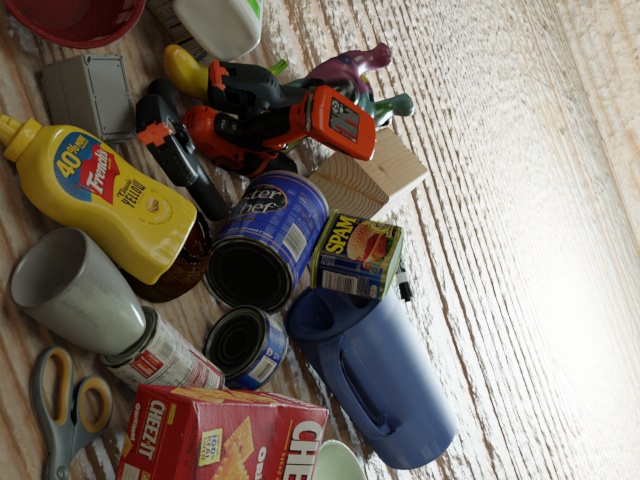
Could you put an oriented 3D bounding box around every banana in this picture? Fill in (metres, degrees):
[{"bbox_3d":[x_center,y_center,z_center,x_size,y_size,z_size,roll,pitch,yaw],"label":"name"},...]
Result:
[{"bbox_3d":[-0.119,-0.188,1.213,0.037,0.070,0.197,42,27,25],"label":"banana"}]

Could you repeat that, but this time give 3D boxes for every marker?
[{"bbox_3d":[0.111,0.030,1.530,0.020,0.020,0.121,4,70,-60],"label":"marker"}]

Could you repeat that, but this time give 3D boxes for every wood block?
[{"bbox_3d":[0.059,-0.076,1.381,0.091,0.090,0.205,47,23,4],"label":"wood block"}]

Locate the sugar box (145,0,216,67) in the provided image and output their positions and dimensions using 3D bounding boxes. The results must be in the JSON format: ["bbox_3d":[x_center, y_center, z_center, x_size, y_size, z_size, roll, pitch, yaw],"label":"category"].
[{"bbox_3d":[-0.164,-0.289,1.214,0.176,0.048,0.093,49,35,-33],"label":"sugar box"}]

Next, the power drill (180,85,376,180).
[{"bbox_3d":[-0.035,-0.108,1.185,0.184,0.188,0.057,24,64,-49],"label":"power drill"}]

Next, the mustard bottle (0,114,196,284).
[{"bbox_3d":[-0.205,-0.048,0.944,0.191,0.058,0.096,36,40,-14],"label":"mustard bottle"}]

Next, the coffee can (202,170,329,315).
[{"bbox_3d":[-0.058,0.001,1.162,0.102,0.103,0.140,58,31,-22],"label":"coffee can"}]

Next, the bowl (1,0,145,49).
[{"bbox_3d":[-0.246,-0.250,1.002,0.161,0.055,0.162,8,76,-36],"label":"bowl"}]

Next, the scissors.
[{"bbox_3d":[-0.204,0.188,0.882,0.096,0.016,0.202,22,55,-55],"label":"scissors"}]

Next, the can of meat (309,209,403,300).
[{"bbox_3d":[0.042,0.017,1.188,0.102,0.084,0.057,-64,163,-50],"label":"can of meat"}]

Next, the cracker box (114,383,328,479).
[{"bbox_3d":[-0.088,0.217,0.946,0.213,0.072,0.164,17,86,-56],"label":"cracker box"}]

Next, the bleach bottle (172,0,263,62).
[{"bbox_3d":[-0.106,-0.309,1.218,0.102,0.068,0.251,50,25,-33],"label":"bleach bottle"}]

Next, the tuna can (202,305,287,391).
[{"bbox_3d":[-0.077,0.109,1.080,0.033,0.086,0.086,40,41,-41],"label":"tuna can"}]

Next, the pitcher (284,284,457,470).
[{"bbox_3d":[0.067,0.163,1.262,0.149,0.145,0.242,-41,118,-19],"label":"pitcher"}]

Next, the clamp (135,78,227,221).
[{"bbox_3d":[-0.149,-0.105,1.057,0.164,0.036,0.210,64,2,7],"label":"clamp"}]

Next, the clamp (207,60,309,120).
[{"bbox_3d":[-0.080,-0.156,1.209,0.171,0.120,0.039,18,49,-50],"label":"clamp"}]

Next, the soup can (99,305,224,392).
[{"bbox_3d":[-0.144,0.115,0.977,0.102,0.069,0.068,49,35,-34],"label":"soup can"}]
